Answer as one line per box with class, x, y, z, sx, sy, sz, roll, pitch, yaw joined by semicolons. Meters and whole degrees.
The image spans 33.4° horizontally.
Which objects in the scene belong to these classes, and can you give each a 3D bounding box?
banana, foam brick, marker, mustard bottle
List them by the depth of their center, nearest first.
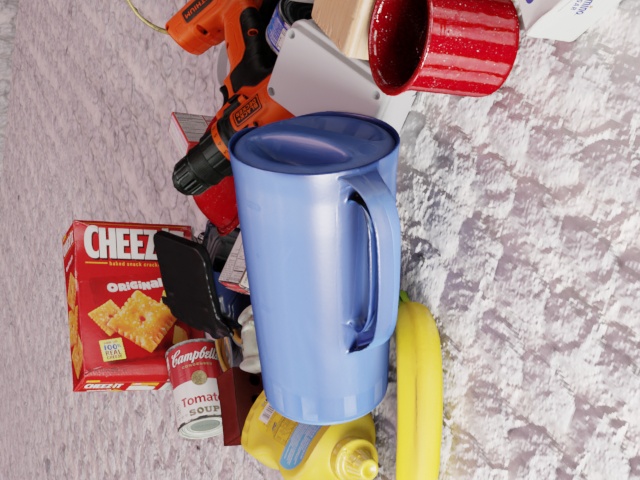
banana;0.078;0.134;0.848;0.069;0.037;0.198;79;-168;-80
mustard bottle;-0.001;0.179;0.963;0.096;0.058;0.192;-53;24;-11
foam brick;-0.076;0.177;1.148;0.051;0.052;0.078;136;130;-56
marker;-0.129;0.006;1.314;0.121;0.020;0.020;-156;70;-63

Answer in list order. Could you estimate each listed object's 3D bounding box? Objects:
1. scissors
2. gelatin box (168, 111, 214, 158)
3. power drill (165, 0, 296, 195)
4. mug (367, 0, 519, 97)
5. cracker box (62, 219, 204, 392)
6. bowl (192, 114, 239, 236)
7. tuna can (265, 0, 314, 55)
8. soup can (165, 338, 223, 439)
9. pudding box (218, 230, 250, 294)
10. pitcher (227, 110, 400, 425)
scissors;-0.117;0.063;1.272;0.096;0.016;0.202;-45;53;50
gelatin box;-0.136;-0.120;1.276;0.089;0.073;0.030;-124;43;-52
power drill;-0.094;-0.156;1.055;0.185;0.057;0.188;-35;60;24
mug;0.087;-0.144;0.793;0.117;0.081;0.093;134;133;-54
cracker box;-0.239;0.083;1.372;0.072;0.164;0.214;-45;49;54
bowl;-0.101;-0.089;1.163;0.162;0.055;0.162;-54;23;36
tuna can;-0.005;-0.192;0.990;0.034;0.086;0.086;-61;36;41
soup can;-0.145;0.178;1.276;0.069;0.068;0.102;126;139;-50
pudding box;-0.057;0.001;1.085;0.113;0.039;0.090;-68;18;-6
pitcher;0.005;0.029;0.862;0.149;0.145;0.243;-62;-28;-60
